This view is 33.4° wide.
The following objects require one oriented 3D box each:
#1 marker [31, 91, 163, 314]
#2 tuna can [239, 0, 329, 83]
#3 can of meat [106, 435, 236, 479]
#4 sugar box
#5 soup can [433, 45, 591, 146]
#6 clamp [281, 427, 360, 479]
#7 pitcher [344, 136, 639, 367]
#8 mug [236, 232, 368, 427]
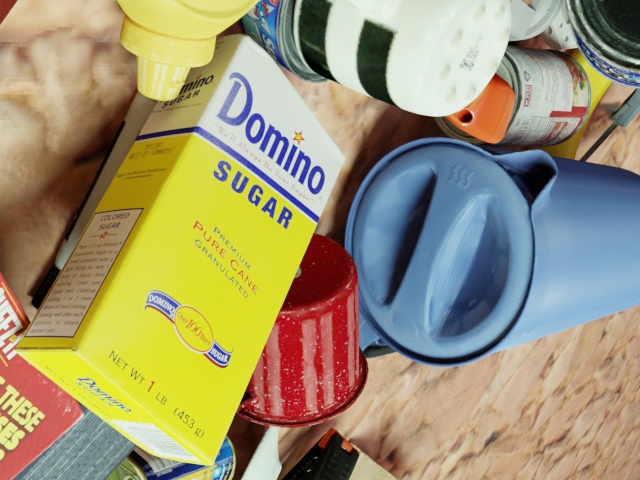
[{"bbox_3d":[-0.106,-0.014,0.511,0.020,0.020,0.121,16,105,-57],"label":"marker"},{"bbox_3d":[-0.001,-0.126,0.540,0.086,0.034,0.086,-34,142,-32],"label":"tuna can"},{"bbox_3d":[-0.103,0.157,0.635,0.083,0.057,0.102,-9,126,-53],"label":"can of meat"},{"bbox_3d":[-0.053,0.000,0.479,0.093,0.048,0.176,49,53,-38],"label":"sugar box"},{"bbox_3d":[0.127,-0.096,0.709,0.102,0.069,0.068,-7,124,-51],"label":"soup can"},{"bbox_3d":[-0.046,0.221,0.757,0.209,0.036,0.165,-50,-172,-37],"label":"clamp"},{"bbox_3d":[0.131,0.009,0.706,0.242,0.149,0.145,-3,98,-50],"label":"pitcher"},{"bbox_3d":[-0.026,0.053,0.615,0.117,0.093,0.081,-36,138,-36],"label":"mug"}]
